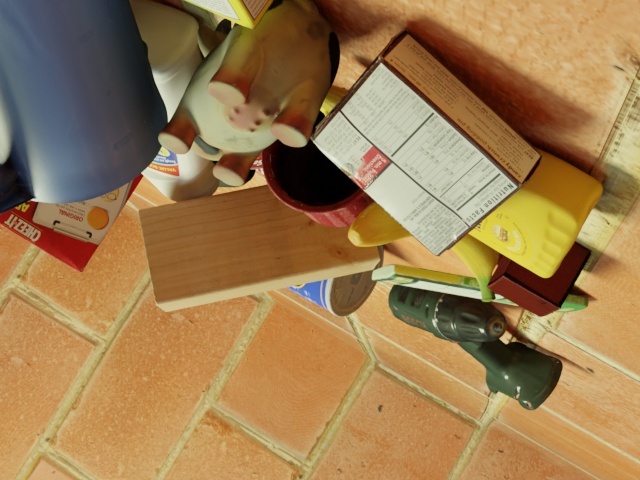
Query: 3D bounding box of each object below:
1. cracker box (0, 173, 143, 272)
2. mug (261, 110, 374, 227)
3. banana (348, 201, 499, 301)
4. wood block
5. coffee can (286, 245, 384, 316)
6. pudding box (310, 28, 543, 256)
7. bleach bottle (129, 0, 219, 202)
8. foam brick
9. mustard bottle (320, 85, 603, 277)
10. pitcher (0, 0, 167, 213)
[{"bbox_3d":[-0.279,-0.098,1.178,0.164,0.213,0.072,34,171,-18],"label":"cracker box"},{"bbox_3d":[0.003,-0.067,0.835,0.117,0.093,0.081,58,-175,17],"label":"mug"},{"bbox_3d":[0.093,-0.006,0.857,0.037,0.069,0.197,-15,155,39],"label":"banana"},{"bbox_3d":[-0.057,0.001,0.998,0.206,0.090,0.091,-12,172,-3],"label":"wood block"},{"bbox_3d":[-0.010,0.016,1.267,0.140,0.103,0.102,26,170,31],"label":"coffee can"},{"bbox_3d":[0.061,-0.055,0.635,0.113,0.039,0.090,41,138,-4],"label":"pudding box"},{"bbox_3d":[-0.131,-0.101,0.931,0.103,0.068,0.251,21,155,20],"label":"bleach bottle"},{"bbox_3d":[0.172,0.024,0.847,0.053,0.051,0.078,30,172,4],"label":"foam brick"},{"bbox_3d":[0.083,-0.051,0.700,0.192,0.058,0.096,31,161,11],"label":"mustard bottle"},{"bbox_3d":[-0.186,-0.138,0.663,0.243,0.145,0.149,83,172,-53],"label":"pitcher"}]
